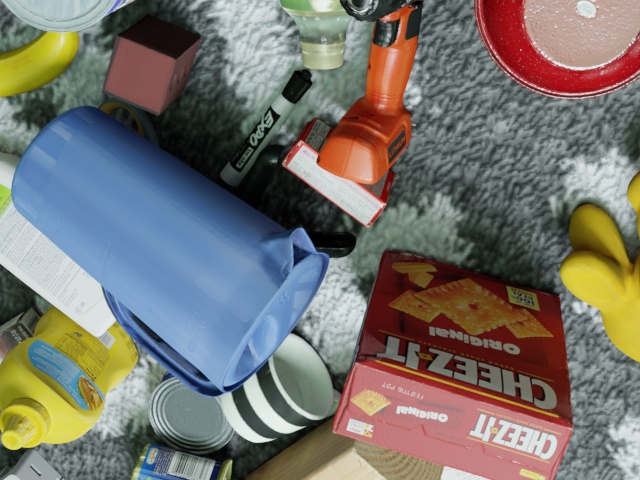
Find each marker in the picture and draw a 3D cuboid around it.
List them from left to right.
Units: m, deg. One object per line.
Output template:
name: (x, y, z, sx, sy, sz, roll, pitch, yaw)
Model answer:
marker: (-0.045, -0.096, 0.908, 0.020, 0.020, 0.121, 36, 113, -6)

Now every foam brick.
foam brick: (-0.137, -0.144, 0.873, 0.051, 0.078, 0.053, 21, 116, 0)

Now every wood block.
wood block: (0.008, 0.230, 0.968, 0.091, 0.090, 0.206, 44, 126, -9)

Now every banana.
banana: (-0.282, -0.155, 0.915, 0.198, 0.037, 0.069, -12, 113, 17)

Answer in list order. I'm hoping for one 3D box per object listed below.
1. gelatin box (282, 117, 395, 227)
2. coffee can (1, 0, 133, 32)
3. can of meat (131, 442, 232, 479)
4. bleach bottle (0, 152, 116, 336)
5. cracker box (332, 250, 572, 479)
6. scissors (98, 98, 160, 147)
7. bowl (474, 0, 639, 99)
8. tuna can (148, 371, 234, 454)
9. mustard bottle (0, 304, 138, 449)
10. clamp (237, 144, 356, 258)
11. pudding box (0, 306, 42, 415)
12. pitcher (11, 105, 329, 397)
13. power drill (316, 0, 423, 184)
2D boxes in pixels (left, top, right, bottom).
gelatin box: (0.016, -0.058, 0.883, 0.089, 0.073, 0.030, 35, 114, -6)
coffee can: (-0.178, -0.223, 0.813, 0.103, 0.140, 0.103, 4, 113, 8)
can of meat: (-0.133, 0.242, 1.019, 0.084, 0.057, 0.102, 14, 138, 5)
bleach bottle: (-0.265, -0.028, 0.953, 0.251, 0.068, 0.103, 39, 105, -3)
cracker box: (0.110, 0.093, 0.852, 0.164, 0.213, 0.072, 16, 114, 3)
scissors: (-0.125, -0.063, 0.910, 0.202, 0.016, 0.096, 13, 105, 22)
bowl: (0.198, -0.180, 0.812, 0.162, 0.055, 0.162, 3, 112, 8)
tuna can: (-0.118, 0.159, 1.017, 0.086, 0.033, 0.086, 4, 113, 9)
mustard bottle: (-0.231, 0.123, 0.936, 0.096, 0.191, 0.058, 45, 112, -9)
clamp: (-0.056, 0.001, 0.937, 0.172, 0.039, 0.120, -36, 106, 31)
pudding box: (-0.281, 0.131, 1.032, 0.090, 0.039, 0.113, -30, 104, 20)
pitcher: (-0.128, 0.008, 0.853, 0.243, 0.145, 0.149, 36, 82, 13)
power drill: (0.046, -0.140, 0.795, 0.057, 0.184, 0.188, 22, 124, 13)
